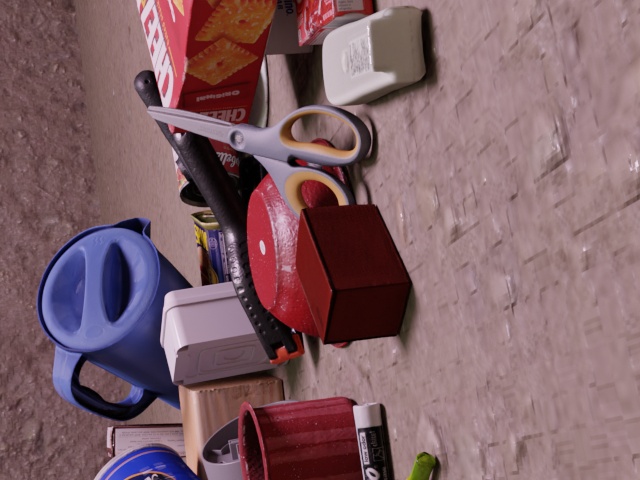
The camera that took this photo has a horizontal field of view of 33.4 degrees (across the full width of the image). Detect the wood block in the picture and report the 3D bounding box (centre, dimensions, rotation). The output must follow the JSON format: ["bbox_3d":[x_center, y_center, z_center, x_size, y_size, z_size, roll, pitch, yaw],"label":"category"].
[{"bbox_3d":[-0.079,0.241,1.050,0.091,0.090,0.206,173,92,-73],"label":"wood block"}]

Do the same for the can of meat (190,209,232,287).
[{"bbox_3d":[-0.092,0.014,1.073,0.102,0.057,0.084,-154,56,-72],"label":"can of meat"}]

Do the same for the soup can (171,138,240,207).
[{"bbox_3d":[-0.121,-0.095,1.108,0.069,0.068,0.102,113,148,-60],"label":"soup can"}]

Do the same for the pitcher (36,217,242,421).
[{"bbox_3d":[-0.176,0.101,1.097,0.145,0.149,0.242,65,-173,33],"label":"pitcher"}]

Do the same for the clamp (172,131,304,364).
[{"bbox_3d":[-0.056,0.001,0.918,0.210,0.036,0.164,70,-165,5],"label":"clamp"}]

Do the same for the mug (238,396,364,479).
[{"bbox_3d":[-0.011,0.173,0.796,0.093,0.081,0.117,173,91,-74],"label":"mug"}]

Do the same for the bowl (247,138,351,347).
[{"bbox_3d":[-0.019,0.005,0.814,0.162,0.055,0.162,174,90,-74],"label":"bowl"}]

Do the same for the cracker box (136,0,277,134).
[{"bbox_3d":[-0.088,-0.205,0.788,0.214,0.072,0.164,114,145,-58],"label":"cracker box"}]

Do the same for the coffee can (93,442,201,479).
[{"bbox_3d":[-0.131,0.259,0.942,0.140,0.102,0.103,33,130,46],"label":"coffee can"}]

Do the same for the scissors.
[{"bbox_3d":[-0.046,-0.054,0.761,0.202,0.016,0.096,1,106,39],"label":"scissors"}]

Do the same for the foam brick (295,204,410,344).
[{"bbox_3d":[0.019,0.021,0.694,0.053,0.051,0.078,98,159,-44],"label":"foam brick"}]

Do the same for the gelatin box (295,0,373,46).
[{"bbox_3d":[0.005,-0.174,0.708,0.089,0.030,0.073,173,91,-74],"label":"gelatin box"}]

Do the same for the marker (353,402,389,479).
[{"bbox_3d":[0.040,0.173,0.735,0.020,0.020,0.121,155,108,-73],"label":"marker"}]

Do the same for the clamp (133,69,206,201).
[{"bbox_3d":[-0.120,-0.081,0.998,0.171,0.039,0.120,53,180,26],"label":"clamp"}]

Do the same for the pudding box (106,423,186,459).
[{"bbox_3d":[-0.167,0.212,1.128,0.090,0.113,0.039,141,126,-72],"label":"pudding box"}]
